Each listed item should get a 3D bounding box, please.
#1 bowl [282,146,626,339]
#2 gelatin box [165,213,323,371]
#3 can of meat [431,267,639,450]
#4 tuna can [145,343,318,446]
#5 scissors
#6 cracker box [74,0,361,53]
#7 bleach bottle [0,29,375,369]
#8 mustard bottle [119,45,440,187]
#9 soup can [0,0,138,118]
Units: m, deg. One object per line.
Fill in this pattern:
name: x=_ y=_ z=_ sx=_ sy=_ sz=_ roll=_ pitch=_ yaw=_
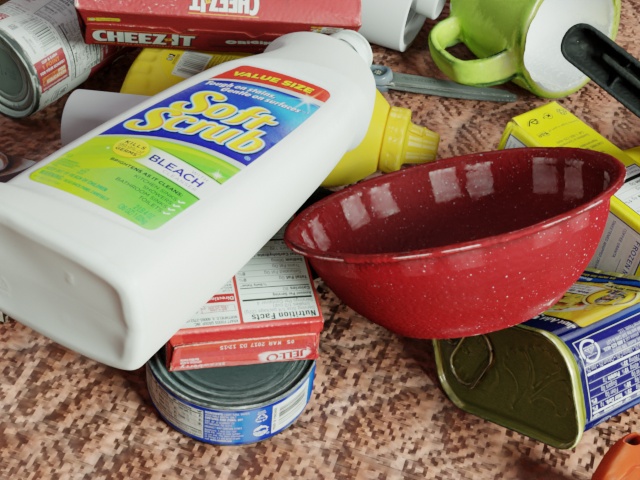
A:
bowl: x=0.067 y=0.004 z=0.508 sx=0.162 sy=0.055 sz=0.162 roll=-13 pitch=16 yaw=4
gelatin box: x=-0.043 y=0.021 z=0.524 sx=0.073 sy=0.030 sz=0.089 roll=-4 pitch=44 yaw=-11
can of meat: x=0.118 y=0.051 z=0.521 sx=0.083 sy=0.057 sz=0.102 roll=-19 pitch=16 yaw=-28
tuna can: x=-0.045 y=0.059 z=0.532 sx=0.086 sy=0.034 sz=0.086 roll=3 pitch=43 yaw=-3
scissors: x=0.029 y=-0.125 z=0.749 sx=0.201 sy=0.016 sz=0.096 roll=-2 pitch=44 yaw=-8
cracker box: x=-0.060 y=-0.224 z=0.645 sx=0.164 sy=0.072 sz=0.214 roll=2 pitch=81 yaw=-8
bleach bottle: x=-0.051 y=-0.045 z=0.526 sx=0.103 sy=0.068 sz=0.250 roll=24 pitch=43 yaw=18
mustard bottle: x=-0.022 y=-0.075 z=0.659 sx=0.191 sy=0.058 sz=0.096 roll=11 pitch=38 yaw=6
soup can: x=-0.173 y=-0.132 z=0.695 sx=0.069 sy=0.068 sz=0.102 roll=27 pitch=47 yaw=21
